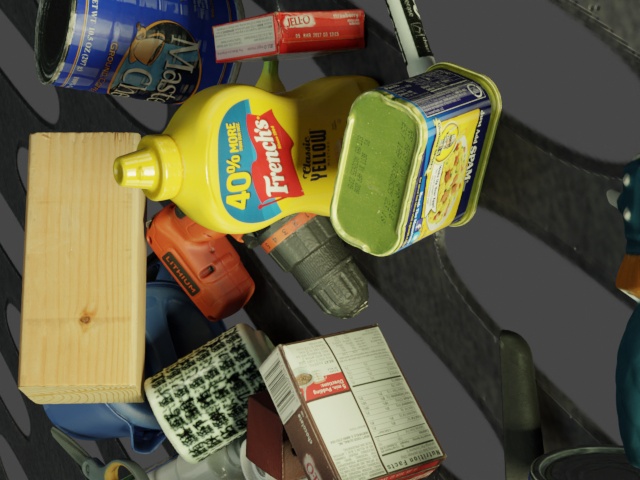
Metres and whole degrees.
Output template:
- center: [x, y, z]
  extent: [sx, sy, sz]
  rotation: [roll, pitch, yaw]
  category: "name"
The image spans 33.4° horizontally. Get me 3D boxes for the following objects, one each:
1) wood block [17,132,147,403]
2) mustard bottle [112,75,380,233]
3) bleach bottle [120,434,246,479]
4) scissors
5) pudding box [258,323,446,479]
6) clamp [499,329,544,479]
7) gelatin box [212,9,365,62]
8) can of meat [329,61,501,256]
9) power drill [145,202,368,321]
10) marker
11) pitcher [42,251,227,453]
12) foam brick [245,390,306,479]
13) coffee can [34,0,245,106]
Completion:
- center: [-0.190, 0.023, 0.870]
  extent: [0.090, 0.090, 0.206]
  rotation: [104, 165, -73]
  category: "wood block"
- center: [-0.043, -0.055, 0.694]
  extent: [0.058, 0.191, 0.096]
  rotation: [17, 112, 54]
  category: "mustard bottle"
- center: [-0.117, 0.218, 0.976]
  extent: [0.251, 0.102, 0.068]
  rotation: [-38, 78, 47]
  category: "bleach bottle"
- center: [-0.209, 0.234, 0.998]
  extent: [0.202, 0.016, 0.096]
  rotation: [-1, 91, 53]
  category: "scissors"
- center: [0.022, 0.118, 0.733]
  extent: [0.039, 0.089, 0.113]
  rotation: [-53, 54, 46]
  category: "pudding box"
- center: [0.116, 0.167, 0.617]
  extent: [0.210, 0.036, 0.164]
  rotation: [44, 98, 23]
  category: "clamp"
- center: [-0.023, -0.143, 0.748]
  extent: [0.089, 0.073, 0.030]
  rotation: [5, 102, 56]
  category: "gelatin box"
- center: [0.055, -0.048, 0.634]
  extent: [0.058, 0.083, 0.102]
  rotation: [27, 122, 29]
  category: "can of meat"
- center: [-0.055, 0.001, 0.826]
  extent: [0.184, 0.057, 0.188]
  rotation: [54, 147, 2]
  category: "power drill"
- center: [0.050, -0.155, 0.685]
  extent: [0.020, 0.020, 0.121]
  rotation: [-33, 70, 55]
  category: "marker"
- center: [-0.187, 0.118, 1.027]
  extent: [0.145, 0.149, 0.243]
  rotation: [55, 149, -4]
  category: "pitcher"
- center: [-0.010, 0.140, 0.797]
  extent: [0.051, 0.078, 0.053]
  rotation: [24, 117, 54]
  category: "foam brick"
- center: [-0.144, -0.163, 0.847]
  extent: [0.103, 0.140, 0.103]
  rotation: [-18, 69, 58]
  category: "coffee can"
